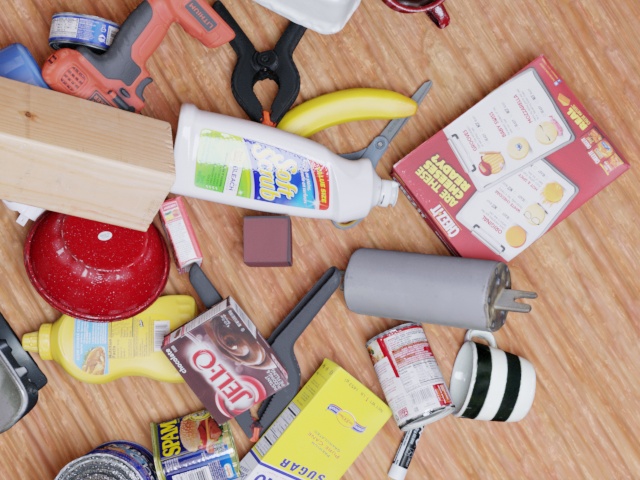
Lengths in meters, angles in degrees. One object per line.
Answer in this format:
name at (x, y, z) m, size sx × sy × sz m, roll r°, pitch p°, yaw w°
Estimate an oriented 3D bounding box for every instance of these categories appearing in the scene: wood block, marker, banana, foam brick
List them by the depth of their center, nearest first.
wood block at (-0.263, -0.089, 1.101) m, size 0.205 × 0.090 × 0.091 m, roll 14°, pitch 43°, yaw -27°
foam brick at (-0.058, 0.001, 1.189) m, size 0.051 × 0.078 × 0.053 m, roll -1°, pitch 84°, yaw 0°
marker at (0.107, 0.212, 1.202) m, size 0.020 × 0.020 × 0.121 m, roll 22°, pitch 85°, yaw 1°
banana at (0.010, -0.134, 1.219) m, size 0.198 × 0.037 × 0.069 m, roll -26°, pitch 93°, yaw 3°

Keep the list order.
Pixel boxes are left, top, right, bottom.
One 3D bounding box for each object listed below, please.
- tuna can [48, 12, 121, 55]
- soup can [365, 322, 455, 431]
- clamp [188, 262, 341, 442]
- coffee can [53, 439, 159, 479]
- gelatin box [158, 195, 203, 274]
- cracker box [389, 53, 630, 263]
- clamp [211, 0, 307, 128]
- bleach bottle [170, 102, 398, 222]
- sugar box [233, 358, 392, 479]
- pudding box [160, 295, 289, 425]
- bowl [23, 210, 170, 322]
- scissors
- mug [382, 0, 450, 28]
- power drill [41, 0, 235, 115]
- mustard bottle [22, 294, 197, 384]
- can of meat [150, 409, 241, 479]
tuna can at (-0.261, -0.227, 1.200) m, size 0.086 × 0.086 × 0.034 m, roll 9°, pitch 87°, yaw -1°
soup can at (0.099, 0.149, 1.172) m, size 0.068 × 0.068 × 0.102 m, roll -21°, pitch 71°, yaw -3°
clamp at (-0.075, 0.117, 1.165) m, size 0.164 × 0.036 × 0.210 m, roll 9°, pitch 104°, yaw -12°
coffee can at (-0.223, 0.269, 1.129) m, size 0.103 × 0.140 × 0.103 m, roll 0°, pitch 85°, yaw -2°
gelatin box at (-0.156, -0.004, 1.180) m, size 0.030 × 0.089 × 0.073 m, roll -19°, pitch 85°, yaw -10°
cracker box at (0.211, -0.079, 1.205) m, size 0.213 × 0.072 × 0.164 m, roll -37°, pitch 87°, yaw -3°
clamp at (-0.073, -0.206, 1.218) m, size 0.120 × 0.039 × 0.171 m, roll 4°, pitch 70°, yaw 7°
bleach bottle at (-0.037, -0.079, 1.173) m, size 0.250 × 0.068 × 0.102 m, roll 9°, pitch 103°, yaw -9°
sugar box at (-0.011, 0.226, 1.171) m, size 0.093 × 0.048 × 0.176 m, roll 41°, pitch 83°, yaw -22°
pudding box at (-0.100, 0.127, 1.126) m, size 0.090 × 0.039 × 0.113 m, roll -32°, pitch 106°, yaw 8°
bowl at (-0.237, 0.006, 1.158) m, size 0.162 × 0.055 × 0.162 m, roll 10°, pitch 57°, yaw -15°
scissors at (0.048, -0.111, 1.232) m, size 0.096 × 0.016 × 0.202 m, roll 23°, pitch 85°, yaw 1°
mug at (0.111, -0.292, 1.212) m, size 0.093 × 0.081 × 0.117 m, roll -36°, pitch 96°, yaw 2°
power drill at (-0.184, -0.186, 1.174) m, size 0.187 × 0.057 × 0.184 m, roll -48°, pitch 128°, yaw -4°
mustard bottle at (-0.233, 0.111, 1.184) m, size 0.191 × 0.058 × 0.096 m, roll -1°, pitch 77°, yaw -1°
can of meat at (-0.135, 0.228, 1.155) m, size 0.084 × 0.102 × 0.057 m, roll -16°, pitch 113°, yaw -5°
